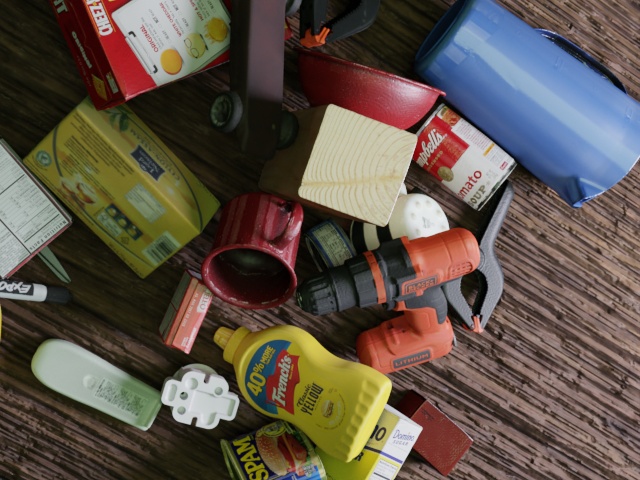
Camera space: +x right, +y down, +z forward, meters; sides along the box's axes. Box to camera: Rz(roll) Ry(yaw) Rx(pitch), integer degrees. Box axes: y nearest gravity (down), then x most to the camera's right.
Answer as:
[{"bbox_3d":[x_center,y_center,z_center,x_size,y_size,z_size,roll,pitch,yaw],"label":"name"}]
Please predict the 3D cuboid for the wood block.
[{"bbox_3d":[0.010,-0.074,1.049,0.090,0.206,0.090,19,90,-14],"label":"wood block"}]

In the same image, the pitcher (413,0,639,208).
[{"bbox_3d":[0.226,-0.160,1.141,0.242,0.149,0.145,36,101,-10],"label":"pitcher"}]

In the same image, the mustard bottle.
[{"bbox_3d":[-0.028,0.142,1.106,0.192,0.058,0.096,28,106,17],"label":"mustard bottle"}]

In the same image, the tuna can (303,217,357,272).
[{"bbox_3d":[0.016,0.021,1.120,0.033,0.086,0.086,-29,100,-8],"label":"tuna can"}]

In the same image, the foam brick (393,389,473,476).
[{"bbox_3d":[0.119,0.211,1.176,0.078,0.051,0.053,43,84,-13],"label":"foam brick"}]

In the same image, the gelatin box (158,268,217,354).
[{"bbox_3d":[-0.136,0.071,1.088,0.030,0.089,0.073,24,89,-13],"label":"gelatin box"}]

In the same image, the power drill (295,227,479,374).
[{"bbox_3d":[0.070,0.070,1.090,0.184,0.187,0.057,-15,58,-5],"label":"power drill"}]

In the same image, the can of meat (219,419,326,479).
[{"bbox_3d":[-0.048,0.238,1.115,0.083,0.102,0.057,-19,125,-13],"label":"can of meat"}]

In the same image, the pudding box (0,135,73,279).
[{"bbox_3d":[-0.313,-0.032,1.048,0.090,0.039,0.113,-40,104,-5],"label":"pudding box"}]

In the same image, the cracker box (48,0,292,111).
[{"bbox_3d":[-0.149,-0.237,1.029,0.213,0.072,0.164,-29,101,-36],"label":"cracker box"}]

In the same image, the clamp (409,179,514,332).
[{"bbox_3d":[0.152,0.015,1.176,0.120,0.039,0.171,3,87,-6],"label":"clamp"}]

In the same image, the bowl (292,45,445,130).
[{"bbox_3d":[0.042,-0.147,1.077,0.162,0.162,0.055,16,98,-14],"label":"bowl"}]

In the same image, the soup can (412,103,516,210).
[{"bbox_3d":[0.149,-0.088,1.137,0.102,0.068,0.068,39,85,4],"label":"soup can"}]

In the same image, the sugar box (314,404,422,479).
[{"bbox_3d":[0.027,0.251,1.134,0.048,0.093,0.176,29,88,-38],"label":"sugar box"}]

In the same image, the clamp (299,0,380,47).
[{"bbox_3d":[0.030,-0.287,1.079,0.164,0.036,0.209,46,64,-26],"label":"clamp"}]

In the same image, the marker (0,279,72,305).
[{"bbox_3d":[-0.307,0.049,1.066,0.120,0.020,0.020,10,92,-33],"label":"marker"}]

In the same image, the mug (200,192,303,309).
[{"bbox_3d":[-0.057,0.001,1.034,0.093,0.117,0.081,31,43,-21],"label":"mug"}]
